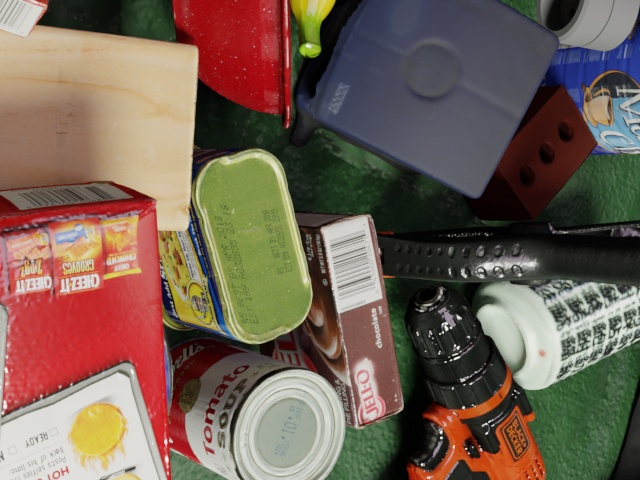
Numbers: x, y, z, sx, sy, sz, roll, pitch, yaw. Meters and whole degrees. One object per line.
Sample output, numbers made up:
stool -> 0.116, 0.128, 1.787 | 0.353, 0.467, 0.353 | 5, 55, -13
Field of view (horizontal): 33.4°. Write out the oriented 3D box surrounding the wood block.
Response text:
wood block -> -0.169, -0.052, 0.476 | 0.205, 0.091, 0.090 | 1, 94, -34

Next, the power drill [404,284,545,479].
power drill -> 0.054, 0.142, 0.643 | 0.187, 0.057, 0.184 | -43, 125, -21

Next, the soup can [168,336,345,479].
soup can -> -0.042, 0.092, 0.563 | 0.068, 0.102, 0.068 | -3, 96, -33

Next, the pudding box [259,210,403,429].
pudding box -> -0.002, 0.041, 0.593 | 0.039, 0.090, 0.113 | -14, 101, -33

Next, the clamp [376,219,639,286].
clamp -> 0.133, 0.006, 0.638 | 0.164, 0.210, 0.036 | -13, 101, -65

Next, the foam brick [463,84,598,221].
foam brick -> 0.130, -0.057, 0.695 | 0.078, 0.051, 0.053 | -47, 116, -21

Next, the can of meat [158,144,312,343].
can of meat -> -0.054, 0.001, 0.559 | 0.057, 0.084, 0.102 | -22, 105, -30

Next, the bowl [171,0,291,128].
bowl -> -0.045, -0.136, 0.535 | 0.055, 0.162, 0.162 | -3, 96, -2

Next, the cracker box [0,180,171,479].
cracker box -> -0.146, 0.090, 0.419 | 0.163, 0.072, 0.214 | -9, 106, -30
